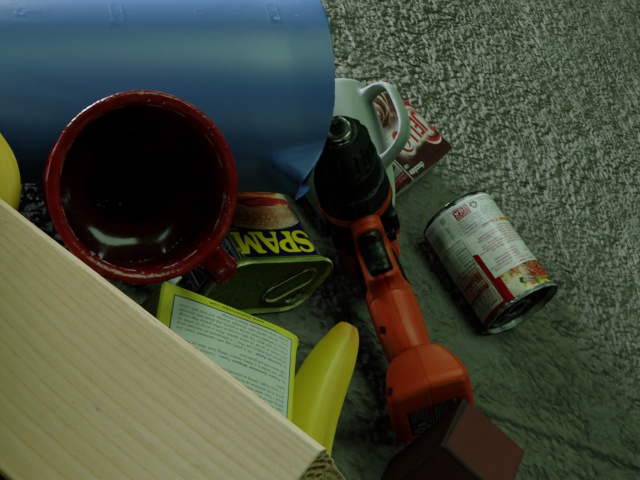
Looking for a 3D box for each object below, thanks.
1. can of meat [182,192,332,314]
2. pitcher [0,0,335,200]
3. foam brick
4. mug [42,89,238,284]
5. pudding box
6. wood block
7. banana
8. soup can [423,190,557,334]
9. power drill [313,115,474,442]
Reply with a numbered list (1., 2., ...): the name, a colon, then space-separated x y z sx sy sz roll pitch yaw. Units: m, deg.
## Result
1. can of meat: -0.055 0.001 0.721 0.101 0.058 0.084 -2 51 -46
2. pitcher: -0.123 -0.100 0.649 0.242 0.145 0.149 -1 10 -18
3. foam brick: 0.079 0.149 0.669 0.051 0.078 0.053 42 36 -1
4. mug: -0.089 -0.020 0.552 0.117 0.093 0.082 42 -11 -18
5. pudding box: 0.060 -0.090 0.951 0.090 0.039 0.113 45 34 4
6. wood block: -0.096 0.079 0.478 0.206 0.090 0.090 33 -15 24
7. banana: -0.001 0.124 0.627 0.037 0.070 0.198 52 17 -26
8. soup can: 0.139 0.017 0.885 0.068 0.069 0.102 -5 54 -47
9. power drill: 0.045 0.028 0.716 0.184 0.057 0.188 67 5 -60
